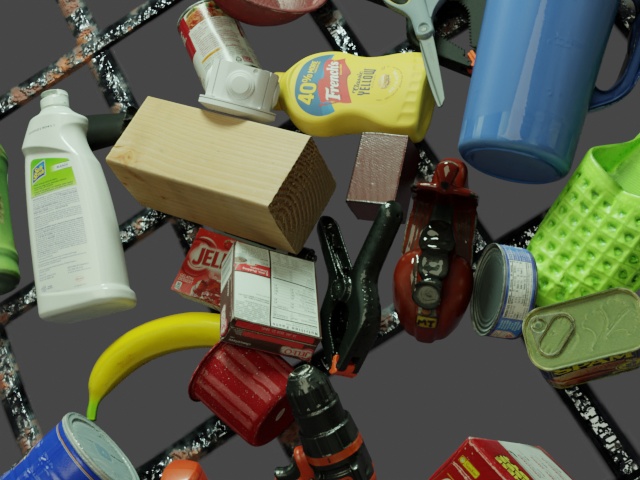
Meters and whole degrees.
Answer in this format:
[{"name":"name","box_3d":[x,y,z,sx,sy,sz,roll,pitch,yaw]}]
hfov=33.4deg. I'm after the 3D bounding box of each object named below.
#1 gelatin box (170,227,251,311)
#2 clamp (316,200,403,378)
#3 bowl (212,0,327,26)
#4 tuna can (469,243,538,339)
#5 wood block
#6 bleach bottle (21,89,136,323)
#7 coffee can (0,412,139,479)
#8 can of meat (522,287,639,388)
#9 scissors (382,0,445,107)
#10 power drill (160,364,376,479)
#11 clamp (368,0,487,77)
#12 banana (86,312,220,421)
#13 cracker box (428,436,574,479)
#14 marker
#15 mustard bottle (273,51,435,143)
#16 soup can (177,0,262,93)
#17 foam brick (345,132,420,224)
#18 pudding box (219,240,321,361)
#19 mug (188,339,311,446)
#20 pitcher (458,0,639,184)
[{"name":"gelatin box","box_3d":[-0.100,0.034,1.098,0.089,0.030,0.073,19,77,24]},{"name":"clamp","box_3d":[0.036,0.042,1.022,0.120,0.039,0.171,-29,58,55]},{"name":"bowl","box_3d":[-0.072,-0.286,1.171,0.162,0.161,0.055,62,139,27]},{"name":"tuna can","box_3d":[0.166,0.047,0.971,0.033,0.086,0.086,9,70,-10]},{"name":"wood block","box_3d":[-0.101,-0.068,1.088,0.206,0.090,0.090,16,66,29]},{"name":"bleach bottle","box_3d":[-0.264,-0.043,1.142,0.103,0.068,0.251,-14,75,14]},{"name":"coffee can","box_3d":[-0.259,0.250,1.028,0.140,0.102,0.103,-43,63,-1]},{"name":"can of meat","box_3d":[0.234,0.088,0.934,0.102,0.084,0.057,-16,66,12]},{"name":"scissors","box_3d":[0.120,-0.225,1.081,0.096,0.016,0.202,-29,55,5]},{"name":"power drill","box_3d":[-0.045,0.212,0.952,0.188,0.057,0.184,-19,104,17]},{"name":"clamp","box_3d":[0.131,-0.260,1.130,0.164,0.036,0.210,-35,59,4]},{"name":"banana","box_3d":[-0.161,0.113,1.088,0.198,0.037,0.069,-27,81,8]},{"name":"cracker box","box_3d":[0.178,0.236,0.823,0.072,0.213,0.164,-49,64,9]},{"name":"marker","box_3d":[-0.057,0.001,1.102,0.121,0.020,0.020,19,77,24]},{"name":"mustard bottle","box_3d":[0.021,-0.152,1.113,0.192,0.058,0.096,5,65,21]},{"name":"soup can","box_3d":[-0.109,-0.205,1.173,0.068,0.068,0.102,-28,64,7]},{"name":"foam brick","box_3d":[0.063,-0.063,1.068,0.051,0.053,0.078,7,72,21]},{"name":"pudding box","box_3d":[-0.048,0.057,1.020,0.090,0.039,0.113,16,39,-17]},{"name":"mug","box_3d":[-0.057,0.136,1.021,0.082,0.093,0.117,38,49,22]},{"name":"pitcher","box_3d":[0.221,-0.179,1.027,0.149,0.144,0.243,7,76,34]}]
